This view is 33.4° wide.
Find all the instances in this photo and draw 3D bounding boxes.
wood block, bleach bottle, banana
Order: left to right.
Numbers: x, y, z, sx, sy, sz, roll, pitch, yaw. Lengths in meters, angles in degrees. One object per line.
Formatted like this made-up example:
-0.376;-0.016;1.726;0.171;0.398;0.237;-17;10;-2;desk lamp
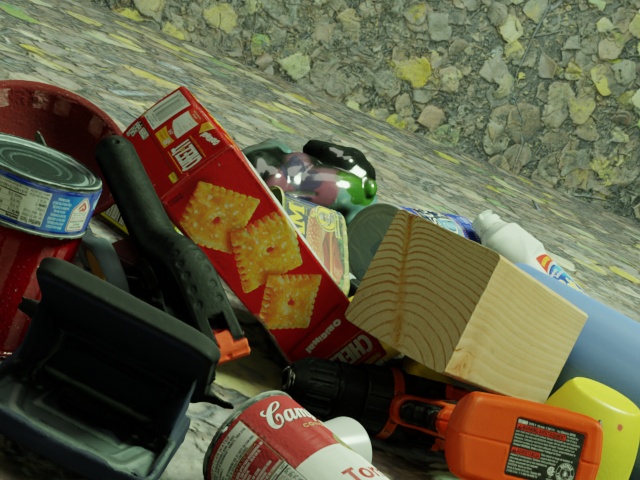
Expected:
0.100;0.118;0.921;0.069;0.037;0.198;44;11;-12;banana
0.118;0.058;0.811;0.090;0.091;0.205;28;1;34;wood block
0.240;0.065;1.111;0.102;0.068;0.251;3;43;-52;bleach bottle

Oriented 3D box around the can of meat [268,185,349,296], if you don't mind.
-0.021;0.011;0.992;0.083;0.102;0.058;18;-31;-38;can of meat

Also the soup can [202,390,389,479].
-0.006;0.136;0.571;0.102;0.068;0.068;34;16;36;soup can

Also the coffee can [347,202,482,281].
0.105;0.016;1.169;0.103;0.103;0.140;34;17;37;coffee can

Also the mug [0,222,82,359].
-0.197;0.015;0.680;0.093;0.081;0.117;27;13;13;mug

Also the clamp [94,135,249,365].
-0.097;0.011;0.655;0.039;0.120;0.172;-27;37;-23;clamp

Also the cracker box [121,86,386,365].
-0.055;0.001;0.816;0.213;0.072;0.164;55;-3;-30;cracker box

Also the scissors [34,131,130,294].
-0.161;-0.012;0.718;0.016;0.096;0.202;-18;71;-21;scissors

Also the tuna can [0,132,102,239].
-0.177;-0.034;0.647;0.086;0.034;0.086;23;13;-6;tuna can

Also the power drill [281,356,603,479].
0.081;0.119;0.710;0.184;0.057;0.188;14;-4;-19;power drill

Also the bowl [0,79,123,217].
-0.239;-0.058;0.876;0.162;0.055;0.162;14;45;-14;bowl
